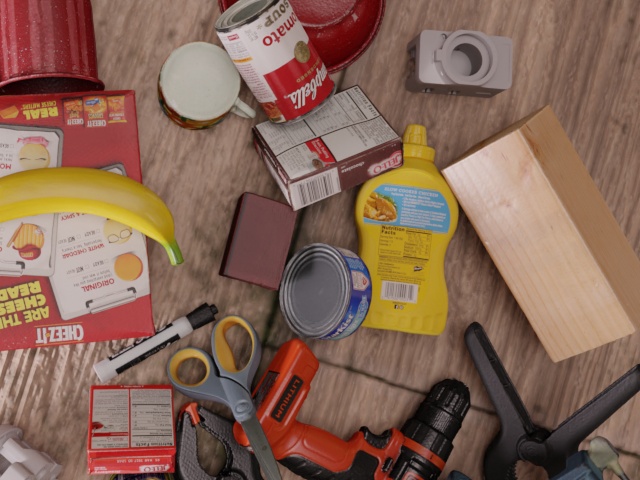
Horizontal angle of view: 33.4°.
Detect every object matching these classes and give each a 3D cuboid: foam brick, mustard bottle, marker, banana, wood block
[{"bbox_3d":[-0.056,0.001,0.963,0.051,0.053,0.078,15,86,-10],"label":"foam brick"},{"bbox_3d":[0.077,-0.012,0.985,0.096,0.058,0.191,7,86,-1],"label":"mustard bottle"},{"bbox_3d":[-0.146,0.090,0.959,0.121,0.020,0.020,-29,93,-11],"label":"marker"},{"bbox_3d":[-0.204,-0.027,0.871,0.197,0.037,0.069,9,87,-11],"label":"banana"},{"bbox_3d":[0.212,-0.006,0.979,0.206,0.090,0.090,59,37,-3],"label":"wood block"}]

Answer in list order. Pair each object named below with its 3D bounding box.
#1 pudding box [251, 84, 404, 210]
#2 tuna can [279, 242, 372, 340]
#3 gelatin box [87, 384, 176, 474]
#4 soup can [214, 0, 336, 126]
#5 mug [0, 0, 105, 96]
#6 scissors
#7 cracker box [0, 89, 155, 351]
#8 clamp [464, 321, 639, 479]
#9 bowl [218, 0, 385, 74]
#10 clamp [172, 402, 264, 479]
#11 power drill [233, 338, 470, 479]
[{"bbox_3d":[0.006,-0.086,0.962,0.113,0.039,0.090,-22,47,-12],"label":"pudding box"},{"bbox_3d":[0.005,0.047,0.956,0.033,0.086,0.086,11,84,-46],"label":"tuna can"},{"bbox_3d":[-0.162,0.162,0.919,0.073,0.089,0.030,0,122,-11],"label":"gelatin box"},{"bbox_3d":[-0.039,-0.161,0.933,0.068,0.069,0.102,-37,118,-10],"label":"soup can"},{"bbox_3d":[-0.247,-0.167,0.922,0.117,0.093,0.081,-7,84,13],"label":"mug"},{"bbox_3d":[-0.083,0.145,0.907,0.096,0.202,0.016,-18,133,8],"label":"scissors"},{"bbox_3d":[-0.234,-0.017,0.922,0.164,0.072,0.214,-5,89,-10],"label":"cracker box"},{"bbox_3d":[0.191,0.180,0.983,0.165,0.036,0.210,21,112,25],"label":"clamp"},{"bbox_3d":[-0.012,-0.234,0.981,0.162,0.055,0.162,1,87,-11],"label":"bowl"},{"bbox_3d":[-0.088,0.229,0.950,0.120,0.039,0.171,-37,92,-29],"label":"clamp"},{"bbox_3d":[0.031,0.169,0.960,0.187,0.057,0.184,36,74,-13],"label":"power drill"}]
